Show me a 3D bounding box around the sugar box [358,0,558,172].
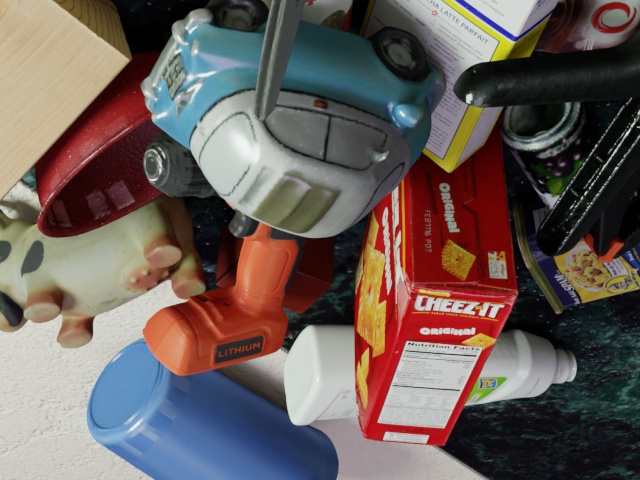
[{"bbox_3d":[0.075,-0.128,0.589,0.093,0.048,0.176,41,144,14],"label":"sugar box"}]

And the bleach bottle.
[{"bbox_3d":[0.101,0.115,0.930,0.250,0.068,0.103,1,150,-17],"label":"bleach bottle"}]

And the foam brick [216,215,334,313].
[{"bbox_3d":[-0.034,0.014,0.827,0.078,0.051,0.053,21,140,-24],"label":"foam brick"}]

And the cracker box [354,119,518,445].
[{"bbox_3d":[0.070,0.022,0.733,0.072,0.164,0.214,4,145,-4],"label":"cracker box"}]

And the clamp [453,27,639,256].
[{"bbox_3d":[0.178,-0.090,0.580,0.210,0.036,0.164,-37,138,12],"label":"clamp"}]

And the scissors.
[{"bbox_3d":[0.011,-0.152,0.494,0.096,0.202,0.016,1,-179,-37],"label":"scissors"}]

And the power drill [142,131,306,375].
[{"bbox_3d":[-0.055,0.001,0.700,0.184,0.057,0.188,-8,134,-43],"label":"power drill"}]

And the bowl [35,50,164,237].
[{"bbox_3d":[-0.121,-0.069,0.672,0.162,0.055,0.162,-35,173,-5],"label":"bowl"}]

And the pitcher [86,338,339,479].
[{"bbox_3d":[-0.110,0.192,1.035,0.149,0.145,0.242,-32,129,22],"label":"pitcher"}]

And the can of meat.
[{"bbox_3d":[0.200,0.003,0.789,0.084,0.057,0.102,-17,141,22],"label":"can of meat"}]

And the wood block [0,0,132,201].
[{"bbox_3d":[-0.214,-0.072,0.611,0.206,0.090,0.090,-44,124,13],"label":"wood block"}]
